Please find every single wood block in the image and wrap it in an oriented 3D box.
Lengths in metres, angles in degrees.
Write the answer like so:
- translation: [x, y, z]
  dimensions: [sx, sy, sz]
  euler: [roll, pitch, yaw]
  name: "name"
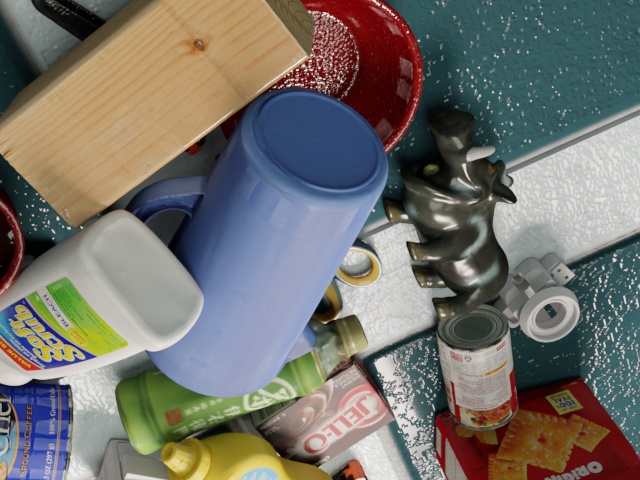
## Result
- translation: [-0.113, -0.111, 0.726]
  dimensions: [0.206, 0.090, 0.090]
  euler: [-33, 112, 18]
  name: "wood block"

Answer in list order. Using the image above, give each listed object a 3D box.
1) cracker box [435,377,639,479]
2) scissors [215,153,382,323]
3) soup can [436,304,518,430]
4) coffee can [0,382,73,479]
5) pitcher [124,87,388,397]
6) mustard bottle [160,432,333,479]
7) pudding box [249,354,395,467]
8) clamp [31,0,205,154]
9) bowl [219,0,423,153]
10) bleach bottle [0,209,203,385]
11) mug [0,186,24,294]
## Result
- translation: [0.220, 0.234, 1.011]
  dimensions: [0.164, 0.214, 0.072]
  euler: [-12, 123, -9]
  name: "cracker box"
- translation: [-0.010, -0.010, 0.914]
  dimensions: [0.096, 0.016, 0.201]
  euler: [-22, 125, 0]
  name: "scissors"
- translation: [0.149, 0.119, 1.009]
  dimensions: [0.068, 0.068, 0.102]
  euler: [-17, 123, -6]
  name: "soup can"
- translation: [-0.285, 0.166, 0.891]
  dimensions: [0.140, 0.103, 0.103]
  euler: [7, 118, -20]
  name: "coffee can"
- translation: [-0.055, 0.001, 0.792]
  dimensions: [0.149, 0.145, 0.243]
  euler: [-24, 157, -39]
  name: "pitcher"
- translation: [-0.071, 0.221, 0.953]
  dimensions: [0.096, 0.058, 0.191]
  euler: [-43, 132, 10]
  name: "mustard bottle"
- translation: [0.002, 0.162, 1.010]
  dimensions: [0.113, 0.039, 0.090]
  euler: [-32, 125, 5]
  name: "pudding box"
- translation: [-0.118, -0.145, 0.786]
  dimensions: [0.120, 0.039, 0.171]
  euler: [-25, 124, 13]
  name: "clamp"
- translation: [-0.005, -0.125, 0.821]
  dimensions: [0.162, 0.055, 0.162]
  euler: [-7, 122, -12]
  name: "bowl"
- translation: [-0.199, 0.065, 0.813]
  dimensions: [0.251, 0.068, 0.102]
  euler: [-28, 106, 44]
  name: "bleach bottle"
- translation: [-0.270, 0.006, 0.796]
  dimensions: [0.093, 0.081, 0.117]
  euler: [6, 103, -16]
  name: "mug"
